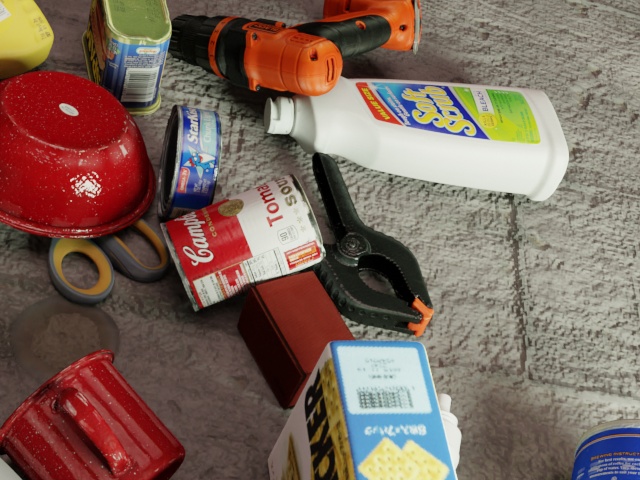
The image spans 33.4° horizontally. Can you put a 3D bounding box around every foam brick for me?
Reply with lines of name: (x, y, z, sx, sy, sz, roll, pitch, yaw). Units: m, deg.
foam brick: (-0.016, 0.070, 0.758, 0.051, 0.053, 0.078, -17, 62, -29)

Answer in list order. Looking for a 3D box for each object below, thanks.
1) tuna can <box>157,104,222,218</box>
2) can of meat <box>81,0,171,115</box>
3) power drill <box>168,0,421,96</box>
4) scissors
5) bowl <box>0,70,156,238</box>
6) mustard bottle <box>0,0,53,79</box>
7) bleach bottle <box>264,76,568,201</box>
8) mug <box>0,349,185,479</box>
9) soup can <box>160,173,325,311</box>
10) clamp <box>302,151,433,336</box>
tuna can: (-0.099, -0.058, 0.806, 0.033, 0.086, 0.086, 7, 52, -16)
can of meat: (-0.158, -0.167, 0.871, 0.057, 0.084, 0.102, -3, 55, -21)
power drill: (-0.017, -0.178, 0.923, 0.185, 0.057, 0.187, 21, 36, 36)
scissors: (-0.204, -0.023, 0.788, 0.202, 0.016, 0.096, 33, 50, 8)
bowl: (-0.193, -0.076, 0.787, 0.162, 0.055, 0.162, 16, 39, -14)
mustard bottle: (-0.305, -0.141, 0.815, 0.096, 0.058, 0.191, 47, 52, 2)
bleach bottle: (0.078, -0.092, 0.911, 0.250, 0.068, 0.102, 3, 50, -15)
mug: (-0.135, 0.122, 0.638, 0.093, 0.117, 0.081, -39, 78, -25)
soup can: (-0.055, 0.001, 0.765, 0.102, 0.068, 0.068, -22, 61, -6)
clamp: (0.022, 0.003, 0.830, 0.171, 0.039, 0.120, 34, 62, 8)
